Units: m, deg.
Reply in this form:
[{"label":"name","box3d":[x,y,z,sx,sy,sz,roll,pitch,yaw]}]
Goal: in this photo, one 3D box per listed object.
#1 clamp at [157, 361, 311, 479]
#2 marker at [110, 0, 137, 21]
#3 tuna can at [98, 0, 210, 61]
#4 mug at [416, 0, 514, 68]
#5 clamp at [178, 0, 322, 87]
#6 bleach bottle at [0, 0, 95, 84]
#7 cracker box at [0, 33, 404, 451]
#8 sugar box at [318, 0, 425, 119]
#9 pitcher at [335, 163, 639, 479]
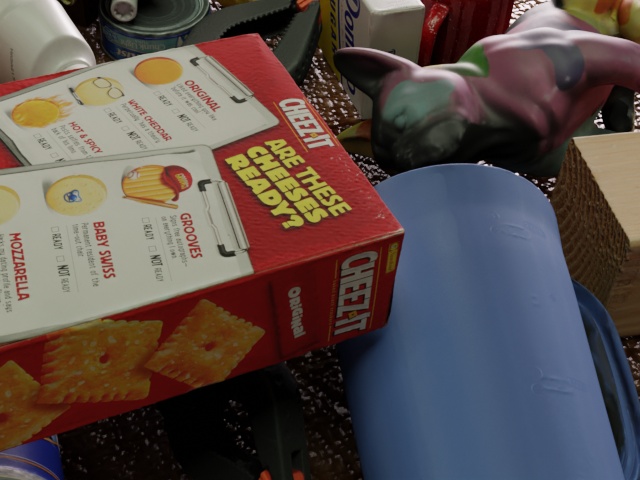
[{"label":"clamp","box3d":[-0.057,0.059,0.551,0.172,0.120,0.039,40,24,25]},{"label":"marker","box3d":[-0.146,-0.208,0.811,0.020,0.020,0.121,-1,45,-5]},{"label":"tuna can","box3d":[-0.125,-0.167,0.812,0.086,0.034,0.086,2,45,-2]},{"label":"mug","box3d":[0.096,-0.165,0.793,0.093,0.081,0.117,24,48,18]},{"label":"clamp","box3d":[-0.085,-0.115,0.747,0.165,0.036,0.209,32,62,25]},{"label":"bleach bottle","box3d":[-0.224,-0.147,0.730,0.068,0.102,0.251,-33,54,-25]},{"label":"cracker box","box3d":[-0.095,-0.005,0.484,0.213,0.072,0.164,-16,48,-20]},{"label":"sugar box","box3d":[0.020,-0.180,0.795,0.048,0.093,0.176,-11,47,-14]},{"label":"pitcher","box3d":[0.086,0.092,0.517,0.149,0.145,0.243,-16,49,9]}]
